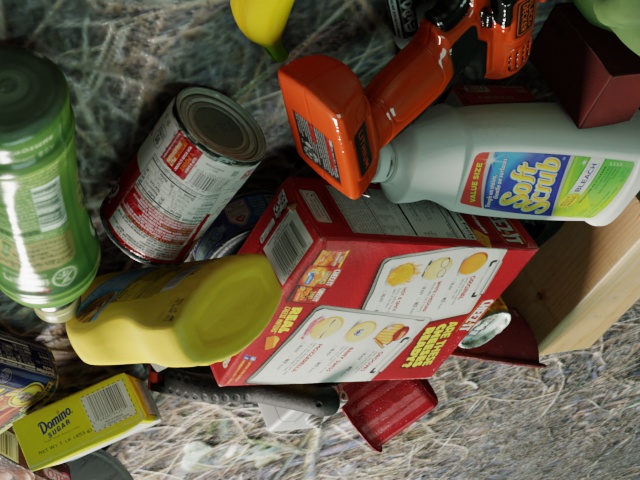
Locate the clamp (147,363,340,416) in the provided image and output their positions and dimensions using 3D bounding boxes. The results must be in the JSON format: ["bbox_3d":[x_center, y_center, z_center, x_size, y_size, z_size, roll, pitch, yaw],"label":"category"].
[{"bbox_3d":[-0.059,0.119,0.883,0.171,0.039,0.120,0,-179,-5],"label":"clamp"}]

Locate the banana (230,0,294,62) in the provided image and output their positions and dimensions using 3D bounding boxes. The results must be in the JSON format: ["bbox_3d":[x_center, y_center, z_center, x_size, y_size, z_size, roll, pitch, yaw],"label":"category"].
[{"bbox_3d":[0.004,-0.176,0.582,0.069,0.037,0.198,-17,156,-53],"label":"banana"}]

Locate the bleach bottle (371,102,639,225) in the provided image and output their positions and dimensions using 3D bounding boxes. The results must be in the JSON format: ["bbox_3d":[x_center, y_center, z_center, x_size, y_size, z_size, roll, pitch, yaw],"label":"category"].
[{"bbox_3d":[0.130,-0.055,0.785,0.250,0.068,0.103,-4,141,-31],"label":"bleach bottle"}]

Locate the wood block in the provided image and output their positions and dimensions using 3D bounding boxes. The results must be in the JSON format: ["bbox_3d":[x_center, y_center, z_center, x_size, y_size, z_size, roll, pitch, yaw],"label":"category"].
[{"bbox_3d":[0.271,0.015,1.042,0.090,0.091,0.206,-4,144,-34],"label":"wood block"}]

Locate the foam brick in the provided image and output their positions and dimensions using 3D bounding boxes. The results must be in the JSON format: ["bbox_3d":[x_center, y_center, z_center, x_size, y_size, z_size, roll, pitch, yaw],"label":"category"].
[{"bbox_3d":[0.197,-0.127,0.769,0.051,0.078,0.053,-8,145,-27],"label":"foam brick"}]

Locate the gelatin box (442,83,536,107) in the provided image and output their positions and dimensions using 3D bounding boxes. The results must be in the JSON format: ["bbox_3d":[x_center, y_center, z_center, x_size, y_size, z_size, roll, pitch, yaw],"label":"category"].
[{"bbox_3d":[0.116,-0.081,0.826,0.073,0.030,0.089,-5,142,-33],"label":"gelatin box"}]

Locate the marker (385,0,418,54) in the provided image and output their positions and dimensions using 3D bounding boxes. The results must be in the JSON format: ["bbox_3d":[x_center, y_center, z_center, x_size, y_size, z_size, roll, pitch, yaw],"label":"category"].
[{"bbox_3d":[0.052,-0.147,0.679,0.020,0.020,0.121,-26,150,-2],"label":"marker"}]

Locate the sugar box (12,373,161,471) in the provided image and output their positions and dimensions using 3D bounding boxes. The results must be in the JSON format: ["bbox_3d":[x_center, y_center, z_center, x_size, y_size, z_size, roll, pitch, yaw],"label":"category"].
[{"bbox_3d":[-0.184,0.147,0.868,0.093,0.048,0.176,-23,175,-8],"label":"sugar box"}]

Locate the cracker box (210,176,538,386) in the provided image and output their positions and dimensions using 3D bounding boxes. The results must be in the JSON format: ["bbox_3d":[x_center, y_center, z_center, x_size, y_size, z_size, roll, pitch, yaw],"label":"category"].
[{"bbox_3d":[0.034,0.034,0.814,0.213,0.072,0.164,2,135,-37],"label":"cracker box"}]

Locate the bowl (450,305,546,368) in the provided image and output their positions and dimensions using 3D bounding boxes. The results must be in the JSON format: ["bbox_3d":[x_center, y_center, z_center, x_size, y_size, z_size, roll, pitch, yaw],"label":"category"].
[{"bbox_3d":[0.141,0.086,1.038,0.162,0.055,0.162,9,177,0],"label":"bowl"}]

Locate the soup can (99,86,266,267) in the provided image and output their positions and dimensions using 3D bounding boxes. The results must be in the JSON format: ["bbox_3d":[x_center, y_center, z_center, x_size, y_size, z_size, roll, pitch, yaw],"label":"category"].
[{"bbox_3d":[-0.089,-0.040,0.685,0.068,0.068,0.102,4,138,-43],"label":"soup can"}]

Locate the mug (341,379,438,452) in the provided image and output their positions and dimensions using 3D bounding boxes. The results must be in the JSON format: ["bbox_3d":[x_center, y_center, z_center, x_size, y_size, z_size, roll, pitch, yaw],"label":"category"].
[{"bbox_3d":[0.069,0.158,1.120,0.081,0.093,0.117,-36,-179,6],"label":"mug"}]

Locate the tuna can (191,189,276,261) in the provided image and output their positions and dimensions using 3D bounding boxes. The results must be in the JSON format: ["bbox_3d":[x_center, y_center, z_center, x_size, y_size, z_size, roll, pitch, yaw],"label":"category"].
[{"bbox_3d":[-0.055,0.001,0.811,0.086,0.034,0.086,-20,150,-12],"label":"tuna can"}]

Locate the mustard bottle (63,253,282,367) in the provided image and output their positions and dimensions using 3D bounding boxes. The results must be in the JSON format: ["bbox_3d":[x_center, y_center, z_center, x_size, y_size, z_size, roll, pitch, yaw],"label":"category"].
[{"bbox_3d":[-0.122,0.051,0.746,0.192,0.058,0.096,-6,-154,45],"label":"mustard bottle"}]

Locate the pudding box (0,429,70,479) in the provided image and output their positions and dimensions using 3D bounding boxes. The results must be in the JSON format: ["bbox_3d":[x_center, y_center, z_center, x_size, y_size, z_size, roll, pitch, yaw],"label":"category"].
[{"bbox_3d":[-0.283,0.204,0.909,0.090,0.039,0.113,-36,127,13],"label":"pudding box"}]

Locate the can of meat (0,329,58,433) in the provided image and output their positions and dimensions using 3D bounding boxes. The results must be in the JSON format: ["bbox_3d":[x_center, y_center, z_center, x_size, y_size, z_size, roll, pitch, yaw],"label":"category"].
[{"bbox_3d":[-0.258,0.107,0.793,0.102,0.057,0.083,-33,153,12],"label":"can of meat"}]

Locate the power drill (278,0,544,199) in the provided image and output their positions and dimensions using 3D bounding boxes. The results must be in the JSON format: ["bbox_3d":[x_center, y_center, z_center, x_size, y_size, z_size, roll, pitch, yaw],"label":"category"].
[{"bbox_3d":[0.062,-0.124,0.636,0.187,0.057,0.184,-40,152,-14],"label":"power drill"}]
